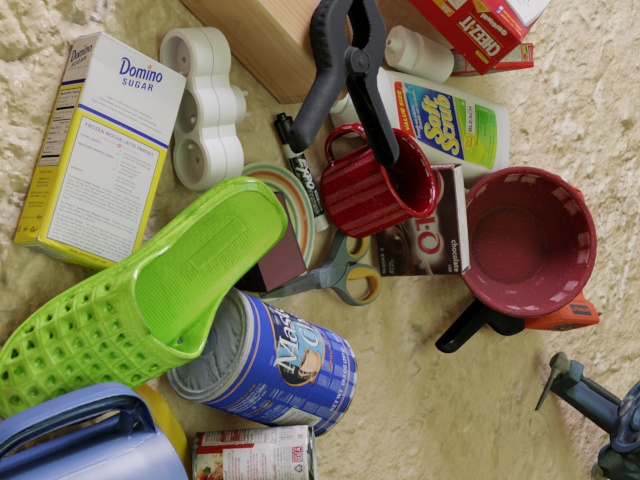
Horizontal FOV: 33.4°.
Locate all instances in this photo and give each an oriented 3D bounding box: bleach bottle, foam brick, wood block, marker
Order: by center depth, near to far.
[{"bbox_3d":[-0.056,0.001,0.938,0.051,0.053,0.078,-32,112,-38],"label":"foam brick"},{"bbox_3d":[-0.050,-0.221,0.942,0.206,0.090,0.090,44,64,-36],"label":"wood block"},{"bbox_3d":[-0.019,-0.066,1.025,0.020,0.020,0.121,-35,115,-38],"label":"marker"},{"bbox_3d":[0.094,-0.118,1.104,0.250,0.068,0.102,8,84,-42],"label":"bleach bottle"}]

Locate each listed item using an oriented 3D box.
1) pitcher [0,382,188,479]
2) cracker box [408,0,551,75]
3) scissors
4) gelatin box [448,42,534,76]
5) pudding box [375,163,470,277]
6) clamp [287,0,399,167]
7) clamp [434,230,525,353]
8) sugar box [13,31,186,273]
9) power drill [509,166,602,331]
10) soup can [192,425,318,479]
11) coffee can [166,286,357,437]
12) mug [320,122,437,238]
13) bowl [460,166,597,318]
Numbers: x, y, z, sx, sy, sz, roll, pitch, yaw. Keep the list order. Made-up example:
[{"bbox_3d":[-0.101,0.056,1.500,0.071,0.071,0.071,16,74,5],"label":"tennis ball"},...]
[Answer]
[{"bbox_3d":[-0.219,0.208,0.766,0.242,0.145,0.149,-13,75,-40],"label":"pitcher"},{"bbox_3d":[0.166,-0.291,1.099,0.164,0.072,0.213,44,47,-6],"label":"cracker box"},{"bbox_3d":[0.003,0.018,1.027,0.201,0.016,0.096,15,73,-55],"label":"scissors"},{"bbox_3d":[0.175,-0.196,1.159,0.073,0.089,0.030,-10,98,-44],"label":"gelatin box"},{"bbox_3d":[0.103,-0.021,1.092,0.039,0.090,0.113,-28,113,-62],"label":"pudding box"},{"bbox_3d":[0.016,-0.146,0.918,0.120,0.039,0.171,-7,91,-47],"label":"clamp"},{"bbox_3d":[0.193,0.066,1.217,0.209,0.036,0.164,26,65,-43],"label":"clamp"},{"bbox_3d":[-0.174,-0.067,0.857,0.093,0.048,0.176,26,71,-42],"label":"sugar box"},{"bbox_3d":[0.260,0.009,1.242,0.184,0.057,0.187,9,70,-46],"label":"power drill"},{"bbox_3d":[-0.055,0.196,0.919,0.068,0.102,0.068,-3,89,-88],"label":"soup can"},{"bbox_3d":[-0.050,0.109,0.942,0.140,0.103,0.103,28,72,-41],"label":"coffee can"},{"bbox_3d":[0.047,-0.060,1.034,0.117,0.082,0.093,53,36,-19],"label":"mug"},{"bbox_3d":[0.212,0.004,1.151,0.162,0.055,0.162,1,84,-9],"label":"bowl"}]
